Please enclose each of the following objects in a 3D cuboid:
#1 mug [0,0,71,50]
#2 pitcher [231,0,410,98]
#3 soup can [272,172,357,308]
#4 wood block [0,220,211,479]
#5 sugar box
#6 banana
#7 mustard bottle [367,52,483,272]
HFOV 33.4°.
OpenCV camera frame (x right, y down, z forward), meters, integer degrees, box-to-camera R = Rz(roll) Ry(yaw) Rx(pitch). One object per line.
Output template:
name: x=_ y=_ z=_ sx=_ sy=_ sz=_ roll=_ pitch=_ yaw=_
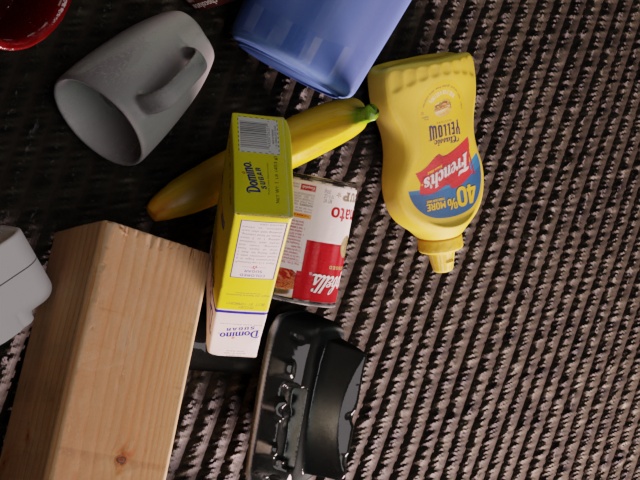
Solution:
mug: x=-0.218 y=-0.188 z=0.681 sx=0.093 sy=0.082 sz=0.117 roll=-30 pitch=135 yaw=-46
pitcher: x=0.035 y=-0.236 z=0.827 sx=0.149 sy=0.145 sz=0.243 roll=26 pitch=94 yaw=-32
soup can: x=-0.012 y=-0.002 z=0.873 sx=0.068 sy=0.069 sz=0.102 roll=9 pitch=93 yaw=-34
wood block: x=-0.155 y=0.100 z=0.756 sx=0.090 sy=0.090 sz=0.206 roll=20 pitch=72 yaw=-34
sugar box: x=-0.055 y=0.001 z=0.775 sx=0.048 sy=0.176 sz=0.093 roll=6 pitch=51 yaw=-12
banana: x=-0.042 y=-0.067 z=0.821 sx=0.198 sy=0.069 sz=0.037 roll=-25 pitch=87 yaw=16
mustard bottle: x=0.098 y=-0.065 z=0.941 sx=0.096 sy=0.058 sz=0.191 roll=-16 pitch=107 yaw=-29
